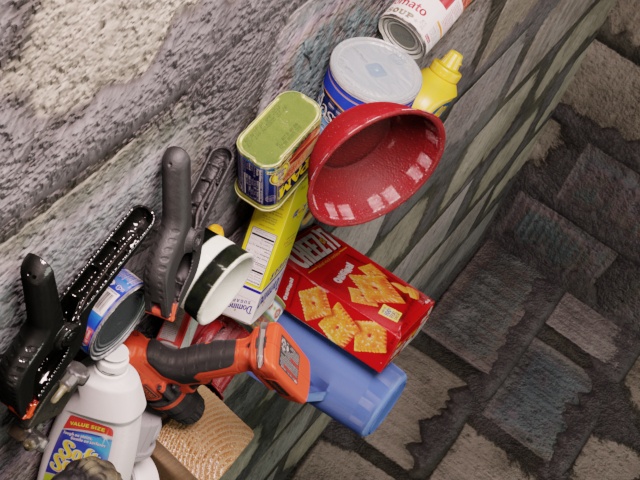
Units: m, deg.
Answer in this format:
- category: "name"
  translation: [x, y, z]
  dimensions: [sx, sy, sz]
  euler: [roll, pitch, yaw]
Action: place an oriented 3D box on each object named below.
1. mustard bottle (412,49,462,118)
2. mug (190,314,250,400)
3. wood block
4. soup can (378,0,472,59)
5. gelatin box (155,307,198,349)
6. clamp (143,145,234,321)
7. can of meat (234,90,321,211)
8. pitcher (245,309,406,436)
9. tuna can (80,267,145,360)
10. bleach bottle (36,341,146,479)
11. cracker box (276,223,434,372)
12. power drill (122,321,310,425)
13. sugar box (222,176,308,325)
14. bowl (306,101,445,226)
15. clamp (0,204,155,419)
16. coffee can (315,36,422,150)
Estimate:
- category: "mustard bottle"
  translation: [0.121, -0.157, 1.353]
  dimensions: [0.192, 0.058, 0.096]
  euler: [-58, 171, 21]
- category: "mug"
  translation: [-0.133, 0.130, 1.284]
  dimensions: [0.081, 0.093, 0.117]
  euler: [-55, 167, -22]
- category: "wood block"
  translation: [-0.173, 0.258, 1.326]
  dimensions: [0.090, 0.091, 0.206]
  euler: [-48, -175, -29]
- category: "soup can"
  translation: [0.122, -0.266, 1.225]
  dimensions: [0.102, 0.068, 0.068]
  euler: [-50, 167, -18]
- category: "gelatin box"
  translation: [-0.160, 0.102, 1.192]
  dimensions: [0.089, 0.030, 0.073]
  euler: [106, 2, -59]
- category: "clamp"
  translation: [-0.129, -0.011, 0.966]
  dimensions: [0.120, 0.039, 0.171]
  euler: [14, 92, -68]
- category: "can of meat"
  translation: [-0.043, -0.093, 1.095]
  dimensions: [0.102, 0.057, 0.084]
  euler: [-50, 164, -24]
- category: "pitcher"
  translation: [-0.009, 0.170, 1.493]
  dimensions: [0.149, 0.243, 0.145]
  euler: [-53, 166, -13]
- category: "tuna can"
  translation: [-0.197, 0.067, 0.992]
  dimensions: [0.086, 0.034, 0.086]
  euler: [-51, 168, -16]
- category: "bleach bottle"
  translation: [-0.236, 0.199, 1.095]
  dimensions: [0.068, 0.103, 0.251]
  euler: [-46, 159, -52]
- category: "cracker box"
  translation: [0.036, 0.073, 1.474]
  dimensions: [0.072, 0.214, 0.164]
  euler: [-62, 166, 24]
- category: "power drill"
  translation: [-0.110, 0.144, 1.125]
  dimensions: [0.184, 0.188, 0.057]
  euler: [55, 31, -54]
- category: "sugar box"
  translation: [-0.058, 0.002, 1.226]
  dimensions: [0.093, 0.048, 0.176]
  euler: [-43, 151, -70]
- category: "bowl"
  translation: [0.046, -0.089, 1.096]
  dimensions: [0.162, 0.055, 0.162]
  euler: [-23, 146, -16]
- category: "clamp"
  translation: [-0.224, 0.069, 0.884]
  dimensions: [0.210, 0.036, 0.164]
  euler: [-58, 168, 19]
- category: "coffee can"
  translation: [0.043, -0.139, 1.183]
  dimensions: [0.102, 0.103, 0.140]
  euler: [-44, 165, -39]
